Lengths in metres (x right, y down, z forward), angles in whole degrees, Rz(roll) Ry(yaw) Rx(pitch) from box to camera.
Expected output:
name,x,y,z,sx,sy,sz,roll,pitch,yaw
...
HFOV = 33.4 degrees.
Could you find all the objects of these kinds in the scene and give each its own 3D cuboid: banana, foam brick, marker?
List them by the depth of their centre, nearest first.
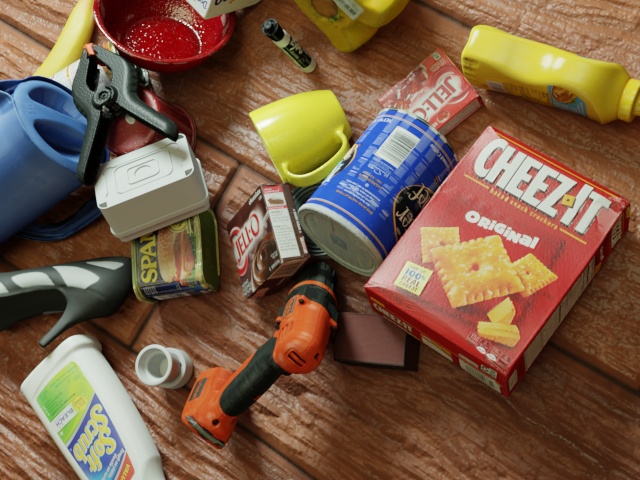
name,x,y,z,sx,sy,sz,roll,pitch,yaw
foam brick,0.058,0.104,1.091,0.078,0.053,0.051,3,80,22
marker,-0.034,-0.210,1.154,0.020,0.121,0.020,-4,77,20
banana,-0.336,-0.213,1.316,0.198,0.037,0.070,-45,68,7

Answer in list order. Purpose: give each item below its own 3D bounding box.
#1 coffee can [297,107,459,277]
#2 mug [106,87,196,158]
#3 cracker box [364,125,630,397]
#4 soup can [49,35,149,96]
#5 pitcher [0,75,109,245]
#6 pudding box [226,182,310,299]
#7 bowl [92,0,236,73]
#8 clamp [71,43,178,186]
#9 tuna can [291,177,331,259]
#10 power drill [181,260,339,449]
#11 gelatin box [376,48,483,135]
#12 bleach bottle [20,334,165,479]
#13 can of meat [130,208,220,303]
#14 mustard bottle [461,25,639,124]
name,x,y,z,sx,sy,sz,roll,pitch,yaw
coffee can,0.059,-0.048,1.072,0.103,0.103,0.140,31,70,23
mug,-0.205,-0.116,1.221,0.093,0.081,0.117,20,87,23
cracker box,0.171,0.016,1.029,0.164,0.072,0.213,33,76,23
soup can,-0.264,-0.189,1.267,0.102,0.068,0.068,-28,71,14
pitcher,-0.361,-0.063,1.237,0.243,0.144,0.149,-35,74,26
pudding box,-0.057,0.002,1.131,0.114,0.039,0.090,-42,60,55
bowl,-0.180,-0.245,1.230,0.162,0.055,0.162,5,55,-8
clamp,-0.219,-0.149,1.165,0.120,0.039,0.171,-16,66,6
tuna can,0.003,-0.023,1.148,0.086,0.033,0.086,-4,78,20
power drill,-0.056,0.114,1.095,0.057,0.184,0.188,40,113,-10
gelatin box,0.116,-0.148,1.133,0.089,0.030,0.073,-39,69,10
bleach bottle,-0.223,0.228,1.169,0.102,0.068,0.251,-44,70,8
can of meat,-0.161,0.014,1.192,0.084,0.057,0.102,-9,76,17
mustard bottle,0.239,-0.157,1.052,0.192,0.096,0.058,22,87,23
